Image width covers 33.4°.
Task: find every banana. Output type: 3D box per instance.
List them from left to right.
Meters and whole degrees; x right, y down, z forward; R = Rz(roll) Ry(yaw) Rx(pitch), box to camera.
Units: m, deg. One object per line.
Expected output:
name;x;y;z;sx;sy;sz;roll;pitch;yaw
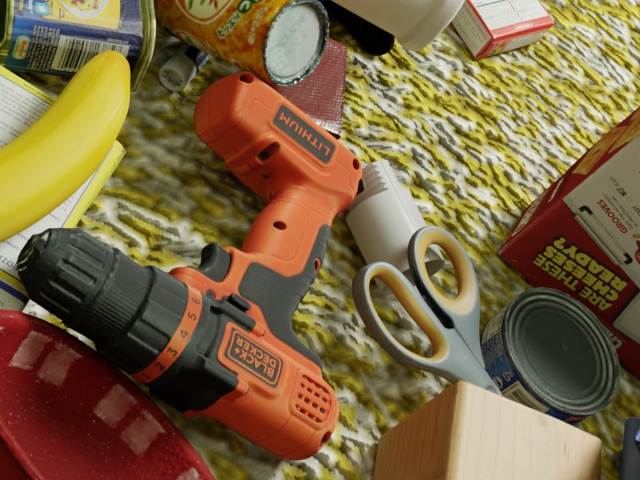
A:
banana;-0.152;-0.036;0.500;0.197;0.037;0.069;-32;84;-39

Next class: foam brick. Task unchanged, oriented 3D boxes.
foam brick;-0.019;-0.089;0.665;0.051;0.053;0.078;19;54;-19

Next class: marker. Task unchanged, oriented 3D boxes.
marker;-0.068;-0.137;0.690;0.020;0.020;0.121;36;49;-5

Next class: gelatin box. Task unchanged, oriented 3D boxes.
gelatin box;0.128;-0.189;0.832;0.073;0.030;0.089;-20;72;-36

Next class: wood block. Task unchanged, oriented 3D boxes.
wood block;0.071;0.186;0.513;0.090;0.091;0.206;24;51;-15

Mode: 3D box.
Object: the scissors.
scissors;0.097;0.072;0.619;0.201;0.016;0.096;43;54;-19

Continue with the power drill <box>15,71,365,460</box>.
power drill;-0.054;0.001;0.565;0.184;0.057;0.187;38;48;-26

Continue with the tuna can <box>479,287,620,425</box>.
tuna can;0.142;0.074;0.665;0.086;0.034;0.086;15;54;-22

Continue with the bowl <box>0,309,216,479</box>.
bowl;-0.104;0.106;0.455;0.162;0.055;0.162;47;5;-5

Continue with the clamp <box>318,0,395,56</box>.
clamp;-0.012;-0.198;0.747;0.120;0.039;0.171;18;45;-49

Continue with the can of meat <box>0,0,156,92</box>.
can of meat;-0.147;-0.141;0.622;0.083;0.058;0.102;4;58;-26
